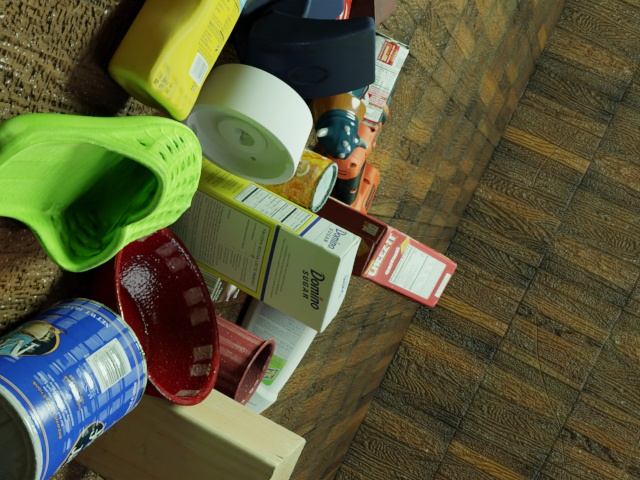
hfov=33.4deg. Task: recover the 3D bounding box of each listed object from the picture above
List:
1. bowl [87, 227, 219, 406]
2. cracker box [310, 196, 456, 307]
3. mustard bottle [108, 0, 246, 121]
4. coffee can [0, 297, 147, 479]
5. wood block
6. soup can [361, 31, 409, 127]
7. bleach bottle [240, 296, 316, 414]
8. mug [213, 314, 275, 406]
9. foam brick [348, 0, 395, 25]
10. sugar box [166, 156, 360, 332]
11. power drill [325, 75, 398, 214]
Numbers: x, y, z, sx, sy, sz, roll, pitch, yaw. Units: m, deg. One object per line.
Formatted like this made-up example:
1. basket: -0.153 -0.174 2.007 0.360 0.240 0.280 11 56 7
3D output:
1. bowl: -0.147 0.066 0.897 0.162 0.055 0.162 54 26 -42
2. cracker box: 0.045 0.004 1.269 0.213 0.164 0.072 25 93 -59
3. mustard bottle: -0.080 -0.185 0.763 0.191 0.058 0.096 -62 168 -5
4. coffee can: -0.204 0.113 0.765 0.140 0.103 0.103 -39 153 -61
5. wood block: -0.130 0.174 0.940 0.090 0.206 0.090 -66 167 10
6. soup can: 0.055 -0.193 1.254 0.102 0.068 0.068 -66 167 10
7. bleach bottle: -0.068 0.125 1.373 0.251 0.102 0.068 -59 178 11
8. mug: -0.108 0.138 1.238 0.093 0.081 0.117 -63 167 -2
9. foam brick: 0.042 -0.260 1.066 0.052 0.051 0.078 -48 144 -47
10. sugar box: -0.056 0.001 0.956 0.048 0.176 0.093 -48 160 -47
11. power drill: 0.052 -0.121 1.403 0.188 0.057 0.184 92 21 -58
